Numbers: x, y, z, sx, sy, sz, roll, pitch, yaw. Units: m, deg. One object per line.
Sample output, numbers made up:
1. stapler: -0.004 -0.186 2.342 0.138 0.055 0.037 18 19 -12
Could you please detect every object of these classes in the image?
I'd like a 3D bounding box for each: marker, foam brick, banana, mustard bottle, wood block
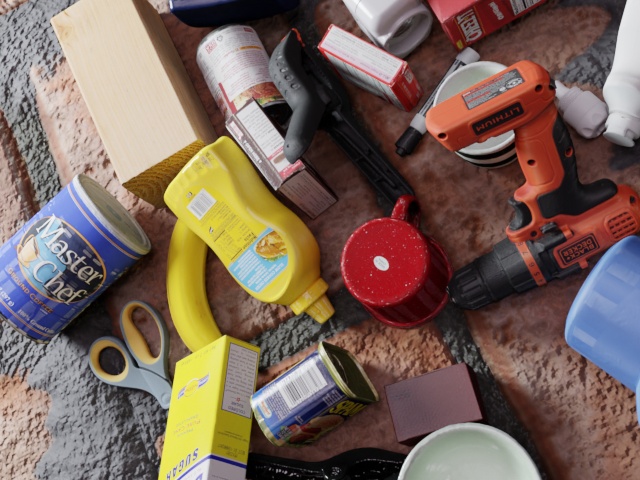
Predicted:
1. marker: 0.110 -0.131 1.015 0.020 0.020 0.121 35 89 22
2. foam brick: 0.102 0.144 0.932 0.078 0.051 0.053 -18 71 13
3. banana: -0.116 0.036 1.041 0.069 0.037 0.198 -8 75 -11
4. mustard bottle: -0.056 0.001 0.995 0.191 0.058 0.096 48 131 2
5. wood block: -0.181 -0.148 1.077 0.091 0.090 0.206 -30 69 9

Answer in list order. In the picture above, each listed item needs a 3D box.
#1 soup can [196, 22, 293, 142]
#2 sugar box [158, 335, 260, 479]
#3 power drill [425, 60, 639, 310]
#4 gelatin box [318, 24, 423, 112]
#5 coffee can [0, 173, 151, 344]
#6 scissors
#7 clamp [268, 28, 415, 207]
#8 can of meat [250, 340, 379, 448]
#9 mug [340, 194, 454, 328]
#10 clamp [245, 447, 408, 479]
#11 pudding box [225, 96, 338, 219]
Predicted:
1. soup can: -0.074 -0.155 1.055 0.068 0.068 0.102 -30 69 9
2. sugar box: -0.103 0.182 0.947 0.094 0.048 0.176 -33 41 46
3. power drill: 0.162 -0.042 0.901 0.184 0.187 0.057 -28 28 8
4. gelatin box: 0.049 -0.163 1.013 0.089 0.073 0.030 31 88 22
5. coffee can: -0.253 0.018 1.052 0.140 0.102 0.103 -42 68 5
6. scissors: -0.165 0.156 1.036 0.096 0.016 0.202 -26 70 12
7. clamp: 0.008 -0.118 1.006 0.036 0.164 0.210 -42 44 24
8. can of meat: -0.006 0.139 0.942 0.084 0.102 0.057 -35 69 9
9. mug: 0.070 0.016 0.957 0.093 0.081 0.117 12 81 20
10. clamp: 0.009 0.220 0.914 0.171 0.039 0.120 -6 34 2
11. pudding box: -0.034 -0.074 0.998 0.039 0.113 0.090 -40 69 7
